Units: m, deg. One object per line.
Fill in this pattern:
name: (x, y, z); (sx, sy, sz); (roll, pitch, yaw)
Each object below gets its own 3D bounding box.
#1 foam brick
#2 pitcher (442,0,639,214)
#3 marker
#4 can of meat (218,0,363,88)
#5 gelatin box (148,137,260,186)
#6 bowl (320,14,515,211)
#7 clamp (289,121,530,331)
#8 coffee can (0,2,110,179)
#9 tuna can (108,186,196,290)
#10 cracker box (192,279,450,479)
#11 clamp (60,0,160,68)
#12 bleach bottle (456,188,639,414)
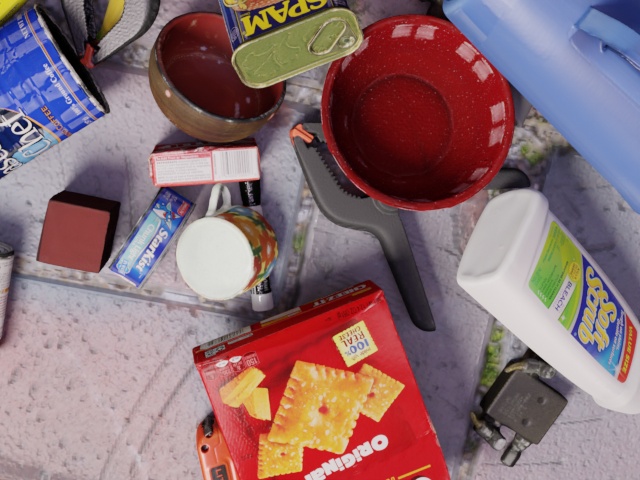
foam brick: (-0.199, -0.009, 0.884); (0.051, 0.078, 0.053); (13, 98, -6)
pitcher: (0.217, -0.140, 0.821); (0.242, 0.149, 0.144); (39, 50, -13)
marker: (-0.056, 0.001, 0.928); (0.020, 0.020, 0.121); (-7, 100, -4)
can of meat: (-0.027, -0.181, 0.840); (0.102, 0.057, 0.084); (-20, 61, 7)
gelatin box: (-0.096, -0.066, 0.885); (0.089, 0.073, 0.030); (-4, 101, -4)
bowl: (0.075, -0.101, 0.880); (0.162, 0.055, 0.162); (1, 85, -10)
clamp: (0.058, -0.029, 0.922); (0.210, 0.036, 0.164); (27, 89, -9)
coffee can: (-0.254, -0.108, 0.849); (0.140, 0.103, 0.103); (-32, 101, 1)
tuna can: (-0.140, -0.003, 0.886); (0.033, 0.086, 0.086); (33, 95, -9)
cracker box: (0.007, 0.161, 0.881); (0.164, 0.072, 0.214); (-21, 97, -4)
clamp: (-0.164, -0.223, 0.833); (0.120, 0.039, 0.171); (31, 105, 3)
bleach bottle: (0.229, 0.068, 0.927); (0.250, 0.068, 0.102); (39, 65, -26)
